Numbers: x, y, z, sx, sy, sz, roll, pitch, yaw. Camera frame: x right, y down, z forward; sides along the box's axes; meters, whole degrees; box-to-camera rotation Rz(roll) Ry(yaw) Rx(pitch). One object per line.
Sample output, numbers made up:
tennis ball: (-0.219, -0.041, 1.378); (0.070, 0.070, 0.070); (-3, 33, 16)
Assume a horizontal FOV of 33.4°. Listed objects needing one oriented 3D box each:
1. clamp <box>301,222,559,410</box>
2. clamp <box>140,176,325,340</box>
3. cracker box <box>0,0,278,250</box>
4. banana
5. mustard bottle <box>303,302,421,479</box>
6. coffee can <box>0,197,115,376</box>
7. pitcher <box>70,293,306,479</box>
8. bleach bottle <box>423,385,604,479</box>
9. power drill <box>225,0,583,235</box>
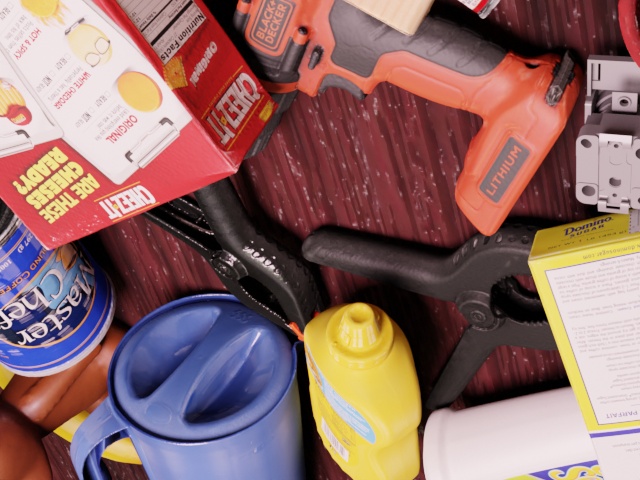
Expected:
clamp: (0.106, 0.044, 0.679); (0.210, 0.036, 0.164); (-10, 125, 38)
clamp: (-0.055, 0.001, 0.710); (0.171, 0.039, 0.120); (40, 159, -14)
cracker box: (-0.149, -0.112, 0.564); (0.164, 0.072, 0.213); (-18, 119, 38)
banana: (-0.231, 0.137, 0.935); (0.070, 0.037, 0.197); (-24, 115, 41)
mustard bottle: (0.027, 0.095, 0.704); (0.096, 0.058, 0.191); (52, 164, 28)
coffee can: (-0.219, 0.019, 0.750); (0.103, 0.102, 0.140); (7, 148, 22)
pitcher: (-0.081, 0.170, 0.815); (0.149, 0.145, 0.243); (6, 136, 13)
bleach bottle: (0.194, 0.121, 0.675); (0.251, 0.068, 0.102); (-24, 135, 36)
power drill: (0.032, -0.080, 0.590); (0.187, 0.057, 0.185); (28, 137, 1)
